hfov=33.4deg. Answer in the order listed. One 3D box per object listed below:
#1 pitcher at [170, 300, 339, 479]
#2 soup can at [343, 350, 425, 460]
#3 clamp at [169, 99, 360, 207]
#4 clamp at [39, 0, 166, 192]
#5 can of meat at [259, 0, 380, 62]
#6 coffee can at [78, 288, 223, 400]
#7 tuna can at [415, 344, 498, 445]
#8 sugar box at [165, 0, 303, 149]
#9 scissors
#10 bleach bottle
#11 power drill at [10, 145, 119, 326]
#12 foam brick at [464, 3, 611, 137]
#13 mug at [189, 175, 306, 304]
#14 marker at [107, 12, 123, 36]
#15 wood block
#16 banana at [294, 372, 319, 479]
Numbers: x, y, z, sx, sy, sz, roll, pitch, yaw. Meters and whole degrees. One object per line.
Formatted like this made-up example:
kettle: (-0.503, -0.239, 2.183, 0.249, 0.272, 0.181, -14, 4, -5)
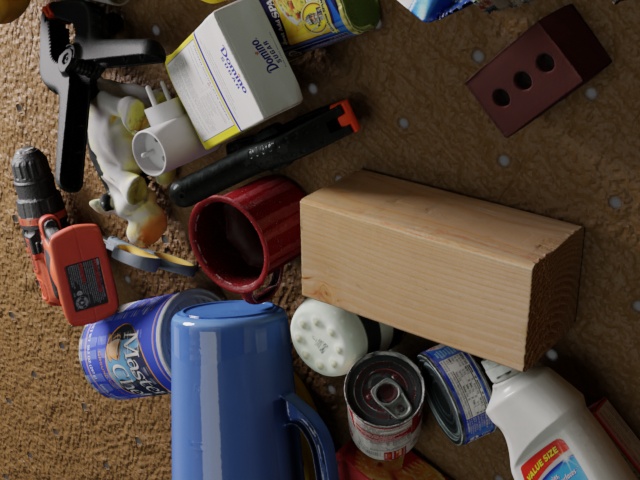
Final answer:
pitcher: (-0.069, 0.183, 0.987, 0.145, 0.149, 0.243, -158, 65, -75)
soup can: (0.056, 0.146, 0.932, 0.068, 0.068, 0.102, 36, 160, 20)
clamp: (-0.040, -0.082, 0.920, 0.172, 0.120, 0.039, -19, 111, 22)
clamp: (-0.226, -0.154, 0.998, 0.165, 0.036, 0.210, -56, 45, 16)
can of meat: (-0.008, -0.202, 0.846, 0.084, 0.057, 0.102, -11, 105, 40)
coffee can: (-0.168, 0.109, 1.102, 0.141, 0.102, 0.103, -13, 103, 43)
tuna can: (0.113, 0.128, 0.896, 0.086, 0.033, 0.086, 158, 90, -79)
sugar box: (-0.076, -0.136, 0.897, 0.093, 0.048, 0.176, 65, 158, -7)
scissors: (-0.195, 0.010, 1.125, 0.202, 0.096, 0.016, 22, 96, 64)
bleach bottle: (0.197, 0.198, 0.830, 0.103, 0.067, 0.251, -35, 85, 43)
power drill: (-0.273, 0.000, 1.124, 0.188, 0.057, 0.184, 29, 134, 61)
foam brick: (0.154, -0.119, 0.755, 0.053, 0.051, 0.078, 54, 134, 4)
mug: (-0.056, 0.001, 0.970, 0.093, 0.081, 0.117, 8, 116, 37)
marker: (-0.232, -0.193, 1.060, 0.121, 0.020, 0.020, -25, 94, 44)
wood block: (0.093, 0.018, 0.849, 0.206, 0.090, 0.091, 17, 121, 33)
banana: (-0.028, 0.192, 1.069, 0.070, 0.037, 0.198, -19, 99, 33)
